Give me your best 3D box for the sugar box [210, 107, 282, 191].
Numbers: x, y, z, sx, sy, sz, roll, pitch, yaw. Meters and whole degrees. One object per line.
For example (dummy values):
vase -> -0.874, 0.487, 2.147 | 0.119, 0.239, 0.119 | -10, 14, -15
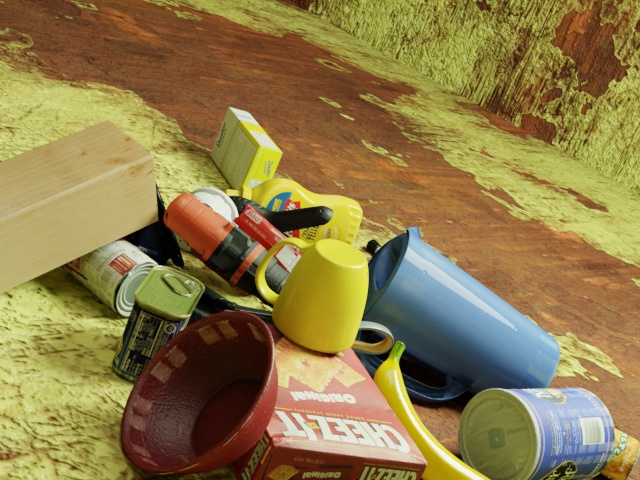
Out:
sugar box -> -0.119, -0.135, 1.680 | 0.048, 0.093, 0.176 | 15, 21, -26

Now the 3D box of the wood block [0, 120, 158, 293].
wood block -> -0.278, -0.035, 1.089 | 0.205, 0.091, 0.090 | -28, 48, -31

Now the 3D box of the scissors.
scissors -> -0.019, 0.114, 1.138 | 0.201, 0.096, 0.016 | 4, 38, -22

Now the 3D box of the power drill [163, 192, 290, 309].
power drill -> -0.092, 0.022, 1.217 | 0.184, 0.057, 0.188 | 41, -6, 1

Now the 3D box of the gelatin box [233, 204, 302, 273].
gelatin box -> -0.058, 0.002, 1.284 | 0.073, 0.030, 0.089 | 41, -5, 25

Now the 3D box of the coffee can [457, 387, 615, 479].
coffee can -> 0.230, 0.208, 1.132 | 0.140, 0.103, 0.103 | 6, 25, -42

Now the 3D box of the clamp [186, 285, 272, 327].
clamp -> -0.104, 0.090, 1.166 | 0.171, 0.039, 0.120 | 20, 14, -18

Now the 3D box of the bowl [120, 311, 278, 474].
bowl -> -0.092, 0.141, 0.917 | 0.055, 0.162, 0.162 | 48, 2, -35

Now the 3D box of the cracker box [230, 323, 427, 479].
cracker box -> -0.018, 0.161, 1.018 | 0.164, 0.072, 0.214 | 12, 22, -28

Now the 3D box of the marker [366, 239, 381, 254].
marker -> 0.105, 0.032, 1.598 | 0.020, 0.020, 0.121 | 9, 24, -37

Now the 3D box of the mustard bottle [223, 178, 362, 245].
mustard bottle -> -0.045, -0.035, 1.484 | 0.191, 0.096, 0.058 | 17, 20, -17

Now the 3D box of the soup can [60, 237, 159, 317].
soup can -> -0.225, 0.028, 1.143 | 0.102, 0.068, 0.068 | 34, 21, 31

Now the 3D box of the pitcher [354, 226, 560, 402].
pitcher -> 0.153, 0.110, 1.255 | 0.242, 0.149, 0.145 | 33, 16, -11

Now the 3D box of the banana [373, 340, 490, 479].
banana -> 0.106, 0.195, 1.061 | 0.198, 0.069, 0.037 | 56, -6, 16

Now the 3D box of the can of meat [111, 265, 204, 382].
can of meat -> -0.160, 0.083, 1.045 | 0.057, 0.084, 0.102 | 22, 19, -2

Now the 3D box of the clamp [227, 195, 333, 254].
clamp -> -0.068, -0.019, 1.396 | 0.210, 0.164, 0.036 | 20, 59, 10
